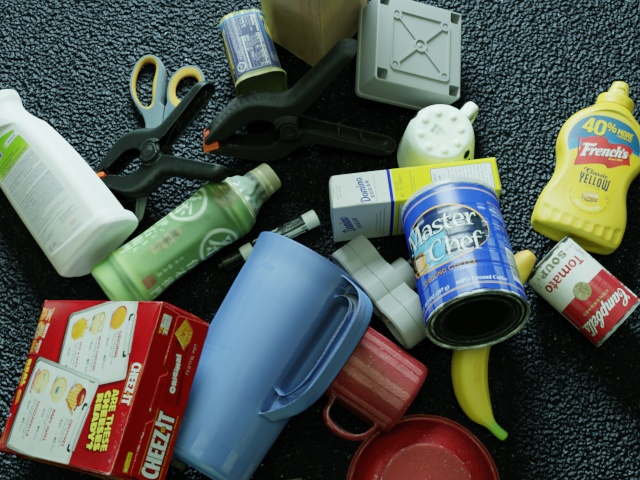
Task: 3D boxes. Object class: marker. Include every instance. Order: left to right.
[{"bbox_3d":[-0.058,0.001,1.171,0.121,0.020,0.020,-27,75,-6],"label":"marker"}]

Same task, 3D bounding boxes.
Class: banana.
[{"bbox_3d":[0.175,0.104,1.109,0.070,0.037,0.198,9,89,9],"label":"banana"}]

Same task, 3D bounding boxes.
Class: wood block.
[{"bbox_3d":[-0.008,-0.282,1.155,0.090,0.206,0.090,35,77,11],"label":"wood block"}]

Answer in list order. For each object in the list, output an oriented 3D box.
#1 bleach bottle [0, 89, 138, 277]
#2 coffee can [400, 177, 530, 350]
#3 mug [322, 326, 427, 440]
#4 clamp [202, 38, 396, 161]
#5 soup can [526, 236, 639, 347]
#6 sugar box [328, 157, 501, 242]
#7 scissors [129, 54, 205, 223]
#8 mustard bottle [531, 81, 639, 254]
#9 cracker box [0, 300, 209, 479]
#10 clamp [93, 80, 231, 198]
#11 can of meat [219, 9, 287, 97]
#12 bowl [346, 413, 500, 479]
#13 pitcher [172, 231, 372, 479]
[{"bbox_3d":[-0.309,-0.084,1.172,0.103,0.068,0.251,-43,73,20],"label":"bleach bottle"},{"bbox_3d":[0.142,0.023,1.061,0.103,0.103,0.140,-8,53,-1],"label":"coffee can"},{"bbox_3d":[0.049,0.150,1.083,0.081,0.093,0.117,34,64,2],"label":"mug"},{"bbox_3d":[-0.026,-0.127,1.170,0.210,0.164,0.036,-18,46,18],"label":"clamp"},{"bbox_3d":[0.275,0.053,1.119,0.068,0.068,0.102,-44,76,-10],"label":"soup can"},{"bbox_3d":[0.098,-0.043,1.140,0.176,0.093,0.048,-4,67,0],"label":"sugar box"},{"bbox_3d":[-0.172,-0.120,1.212,0.096,0.016,0.202,-8,74,-1],"label":"scissors"},{"bbox_3d":[0.302,-0.087,1.165,0.096,0.058,0.191,19,75,6],"label":"mustard bottle"},{"bbox_3d":[-0.215,0.146,1.046,0.214,0.072,0.164,-3,67,46],"label":"cracker box"},{"bbox_3d":[-0.171,-0.087,1.159,0.172,0.039,0.120,-31,56,18],"label":"clamp"},{"bbox_3d":[-0.075,-0.196,1.188,0.057,0.102,0.084,-16,71,-5],"label":"can of meat"},{"bbox_3d":[0.105,0.252,1.072,0.162,0.055,0.162,-1,74,2],"label":"bowl"},{"bbox_3d":[-0.057,0.124,1.068,0.145,0.149,0.242,30,77,5],"label":"pitcher"}]
